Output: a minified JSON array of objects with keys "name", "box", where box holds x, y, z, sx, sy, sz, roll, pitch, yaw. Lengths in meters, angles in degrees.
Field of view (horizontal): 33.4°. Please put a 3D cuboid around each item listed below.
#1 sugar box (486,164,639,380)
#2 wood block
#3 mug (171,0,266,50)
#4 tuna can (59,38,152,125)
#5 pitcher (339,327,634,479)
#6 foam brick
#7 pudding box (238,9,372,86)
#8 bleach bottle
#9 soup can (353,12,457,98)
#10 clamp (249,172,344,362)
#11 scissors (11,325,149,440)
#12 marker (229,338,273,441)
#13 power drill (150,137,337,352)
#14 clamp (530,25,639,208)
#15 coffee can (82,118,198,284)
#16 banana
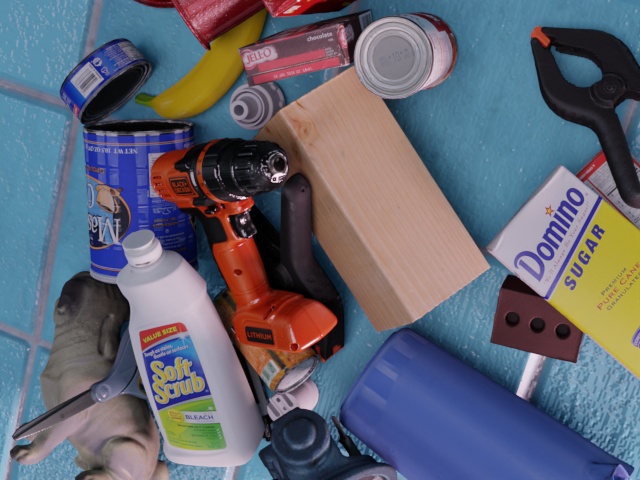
[{"name":"sugar box","box":[0.232,0.029,0.871,0.176,0.048,0.093,40,93,3]},{"name":"wood block","box":[0.041,-0.034,0.923,0.090,0.090,0.206,-34,91,-21]},{"name":"mug","box":[-0.092,-0.231,0.900,0.081,0.093,0.117,-31,105,6]},{"name":"tuna can","box":[-0.200,-0.149,0.995,0.086,0.086,0.034,-43,86,22]},{"name":"pitcher","box":[0.137,0.193,0.949,0.243,0.145,0.149,35,93,12]},{"name":"foam brick","box":[0.192,0.067,0.934,0.078,0.051,0.053,12,106,15]},{"name":"pudding box","box":[-0.008,-0.165,0.913,0.090,0.113,0.039,-9,103,20]},{"name":"bleach bottle","box":[-0.131,0.098,0.974,0.103,0.068,0.251,-1,127,24]},{"name":"soup can","box":[0.072,-0.156,0.894,0.069,0.102,0.068,4,104,18]},{"name":"clamp","box":[-0.024,0.019,0.963,0.165,0.036,0.210,3,124,60]},{"name":"scissors","box":[-0.205,0.123,1.012,0.016,0.201,0.096,-10,86,46]},{"name":"marker","box":[-0.066,0.141,1.054,0.020,0.020,0.121,-14,98,21]},{"name":"power drill","box":[-0.056,0.001,0.896,0.185,0.057,0.187,2,120,56]},{"name":"clamp","box":[0.234,-0.108,0.870,0.172,0.039,0.120,33,83,19]},{"name":"coffee can","box":[-0.168,-0.039,1.001,0.103,0.102,0.140,4,104,17]},{"name":"banana","box":[-0.097,-0.176,0.980,0.069,0.037,0.198,45,112,5]}]
